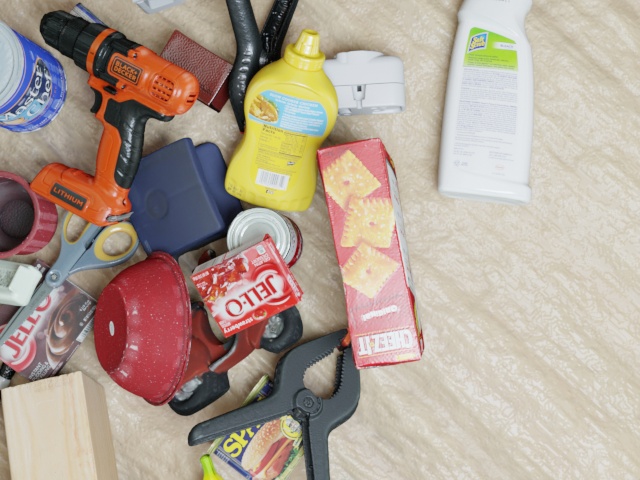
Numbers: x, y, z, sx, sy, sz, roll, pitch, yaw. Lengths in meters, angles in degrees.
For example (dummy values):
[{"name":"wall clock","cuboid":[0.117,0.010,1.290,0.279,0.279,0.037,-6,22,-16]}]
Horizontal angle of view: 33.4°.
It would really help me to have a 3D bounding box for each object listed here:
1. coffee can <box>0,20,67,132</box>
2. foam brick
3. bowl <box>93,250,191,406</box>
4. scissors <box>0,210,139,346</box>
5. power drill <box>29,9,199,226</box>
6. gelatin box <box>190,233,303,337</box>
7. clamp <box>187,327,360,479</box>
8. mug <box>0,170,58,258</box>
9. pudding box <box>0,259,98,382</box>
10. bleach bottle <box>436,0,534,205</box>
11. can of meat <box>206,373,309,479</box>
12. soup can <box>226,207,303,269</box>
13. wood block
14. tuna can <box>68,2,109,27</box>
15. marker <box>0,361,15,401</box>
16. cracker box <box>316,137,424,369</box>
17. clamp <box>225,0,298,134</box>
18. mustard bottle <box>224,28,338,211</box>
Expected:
[{"name":"coffee can","cuboid":[-0.341,-0.174,1.134,0.103,0.140,0.103,0,88,6]},{"name":"foam brick","cuboid":[-0.133,-0.183,1.158,0.078,0.051,0.053,33,92,6]},{"name":"bowl","cuboid":[-0.191,0.090,1.099,0.055,0.162,0.162,3,87,-33]},{"name":"scissors","cuboid":[-0.264,0.041,1.147,0.096,0.016,0.201,21,69,2]},{"name":"power drill","cuboid":[-0.232,-0.123,1.092,0.184,0.057,0.188,29,109,15]},{"name":"gelatin box","cuboid":[-0.072,0.044,1.053,0.089,0.030,0.073,-25,104,16]},{"name":"clamp","cuboid":[-0.028,0.169,1.088,0.164,0.036,0.209,30,59,-5]},{"name":"mug","cuboid":[-0.347,-0.022,1.158,0.117,0.081,0.093,-16,86,5]},{"name":"pudding box","cuboid":[-0.303,0.092,1.162,0.090,0.039,0.113,35,79,6]},{"name":"bleach bottle","cuboid":[0.185,-0.167,1.120,0.102,0.068,0.251,8,86,6]},{"name":"can of meat","cuboid":[-0.056,0.207,1.132,0.084,0.057,0.102,37,91,4]},{"name":"soup can","cuboid":[-0.057,0.001,1.117,0.068,0.102,0.068,0,87,6]},{"name":"wood block","cuboid":[-0.263,0.252,1.105,0.090,0.091,0.206,-13,70,1]},{"name":"tuna can","cuboid":[-0.239,-0.217,1.153,0.086,0.086,0.034,41,90,6]},{"name":"marker","cuboid":[-0.365,0.180,1.183,0.020,0.020,0.121,27,91,6]},{"name":"cracker box","cuboid":[0.053,0.015,1.074,0.072,0.164,0.214,-10,86,7]},{"name":"clamp","cuboid":[-0.071,-0.196,1.124,0.039,0.120,0.171,10,94,36]},{"name":"mustard bottle","cuboid":[-0.034,-0.126,1.098,0.096,0.058,0.192,14,121,-4]}]
